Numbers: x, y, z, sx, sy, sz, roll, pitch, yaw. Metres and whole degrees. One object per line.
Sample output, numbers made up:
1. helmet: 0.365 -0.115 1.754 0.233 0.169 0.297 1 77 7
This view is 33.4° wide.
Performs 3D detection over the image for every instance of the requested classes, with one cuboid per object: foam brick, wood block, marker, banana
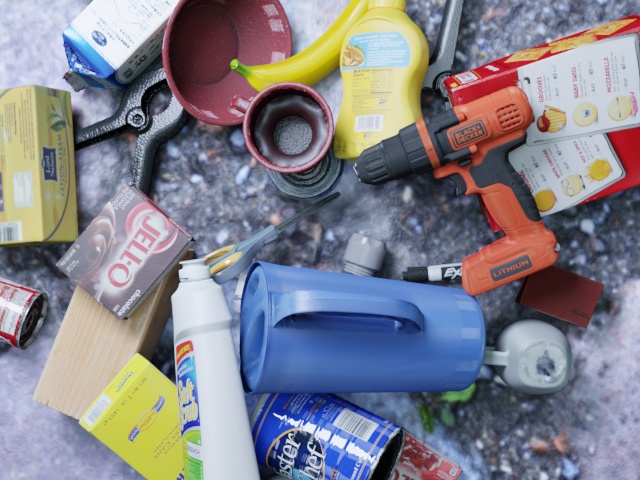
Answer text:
1. foam brick: 0.254 0.056 1.142 0.078 0.051 0.053 22 91 5
2. wood block: -0.222 0.089 1.157 0.091 0.090 0.206 22 91 5
3. marker: 0.150 0.033 1.166 0.121 0.020 0.020 -5 88 4
4. banana: -0.004 -0.208 1.157 0.197 0.069 0.037 -34 51 -17

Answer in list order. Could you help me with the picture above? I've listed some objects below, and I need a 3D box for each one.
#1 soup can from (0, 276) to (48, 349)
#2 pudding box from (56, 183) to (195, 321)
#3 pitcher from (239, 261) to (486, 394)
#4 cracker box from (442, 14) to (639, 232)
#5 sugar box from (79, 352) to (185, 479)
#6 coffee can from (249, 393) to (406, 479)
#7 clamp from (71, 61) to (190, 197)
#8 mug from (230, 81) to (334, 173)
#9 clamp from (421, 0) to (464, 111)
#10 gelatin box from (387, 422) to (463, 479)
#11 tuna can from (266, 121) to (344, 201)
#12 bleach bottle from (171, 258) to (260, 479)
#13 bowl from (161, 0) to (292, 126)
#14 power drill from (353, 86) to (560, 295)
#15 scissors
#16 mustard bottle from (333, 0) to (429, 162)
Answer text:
1. soup can: -0.362 0.072 1.179 0.102 0.068 0.068 20 90 5
2. pudding box: -0.198 0.012 1.092 0.090 0.039 0.113 40 92 5
3. pitcher: 0.044 0.093 1.083 0.242 0.149 0.145 5 113 -16
4. cracker box: 0.254 -0.123 1.117 0.214 0.072 0.164 -18 108 4
5. sugar box: -0.158 0.210 1.122 0.093 0.048 0.176 -49 117 -12
6. coffee can: 0.004 0.211 1.115 0.140 0.102 0.103 24 90 19
7. clamp: -0.194 -0.120 1.185 0.171 0.039 0.120 -43 87 6
8. mug: -0.041 -0.118 1.117 0.117 0.081 0.093 26 91 4
9. clamp: 0.136 -0.178 1.162 0.210 0.036 0.164 -36 88 5
10. gelatin box: 0.098 0.254 1.159 0.089 0.030 0.073 33 91 4
11. tuna can: -0.017 -0.087 1.174 0.086 0.033 0.086 0 89 4
12. bleach bottle: -0.112 0.144 1.067 0.068 0.103 0.251 -9 93 -25
13. bowl: -0.110 -0.207 1.149 0.161 0.055 0.162 -12 110 -34
14. power drill: 0.147 -0.042 1.074 0.184 0.057 0.187 -22 108 10
15. scissors: -0.057 0.001 1.131 0.201 0.096 0.016 -26 108 -6
16. mustard bottle: 0.066 -0.179 1.129 0.096 0.058 0.191 2 87 32
